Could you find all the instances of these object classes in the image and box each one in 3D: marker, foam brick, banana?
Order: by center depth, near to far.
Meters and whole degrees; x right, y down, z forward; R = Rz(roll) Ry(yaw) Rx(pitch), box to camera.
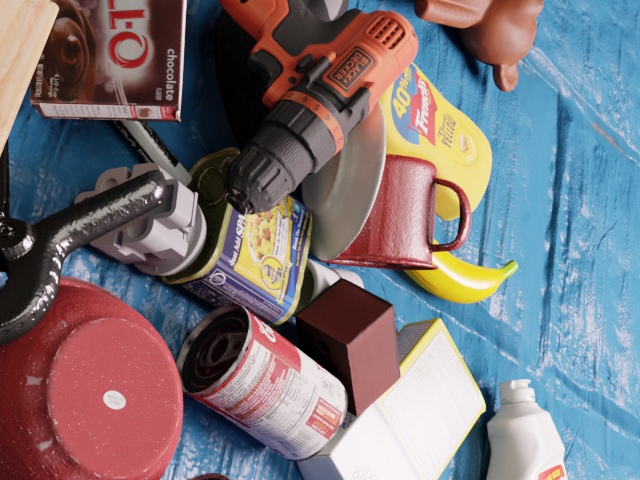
[{"bbox_3d":[-0.130,-0.082,0.715,0.121,0.020,0.020,53,45,-21],"label":"marker"},{"bbox_3d":[0.020,0.077,0.769,0.051,0.053,0.078,-39,139,-30],"label":"foam brick"},{"bbox_3d":[0.090,0.002,0.908,0.197,0.037,0.069,36,59,-29],"label":"banana"}]

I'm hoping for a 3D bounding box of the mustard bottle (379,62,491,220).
[{"bbox_3d":[0.070,-0.106,0.910,0.191,0.058,0.096,40,50,-31],"label":"mustard bottle"}]

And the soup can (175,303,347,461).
[{"bbox_3d":[-0.038,0.097,0.717,0.102,0.069,0.068,40,51,-32],"label":"soup can"}]

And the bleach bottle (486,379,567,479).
[{"bbox_3d":[0.176,0.244,0.906,0.102,0.068,0.251,13,65,-45],"label":"bleach bottle"}]

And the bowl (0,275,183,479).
[{"bbox_3d":[-0.135,0.095,0.625,0.161,0.055,0.162,17,65,-42],"label":"bowl"}]

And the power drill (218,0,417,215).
[{"bbox_3d":[-0.052,-0.127,0.720,0.187,0.057,0.184,39,65,4],"label":"power drill"}]

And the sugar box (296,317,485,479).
[{"bbox_3d":[0.058,0.147,0.823,0.176,0.048,0.093,-42,108,-42],"label":"sugar box"}]

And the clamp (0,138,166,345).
[{"bbox_3d":[-0.182,-0.006,0.605,0.120,0.039,0.171,29,58,14],"label":"clamp"}]

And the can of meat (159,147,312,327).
[{"bbox_3d":[-0.055,0.001,0.741,0.083,0.058,0.102,35,53,-36],"label":"can of meat"}]

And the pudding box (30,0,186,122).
[{"bbox_3d":[-0.129,-0.131,0.661,0.090,0.039,0.113,1,81,-3],"label":"pudding box"}]

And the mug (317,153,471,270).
[{"bbox_3d":[0.057,-0.021,0.812,0.093,0.117,0.081,12,81,-64],"label":"mug"}]
